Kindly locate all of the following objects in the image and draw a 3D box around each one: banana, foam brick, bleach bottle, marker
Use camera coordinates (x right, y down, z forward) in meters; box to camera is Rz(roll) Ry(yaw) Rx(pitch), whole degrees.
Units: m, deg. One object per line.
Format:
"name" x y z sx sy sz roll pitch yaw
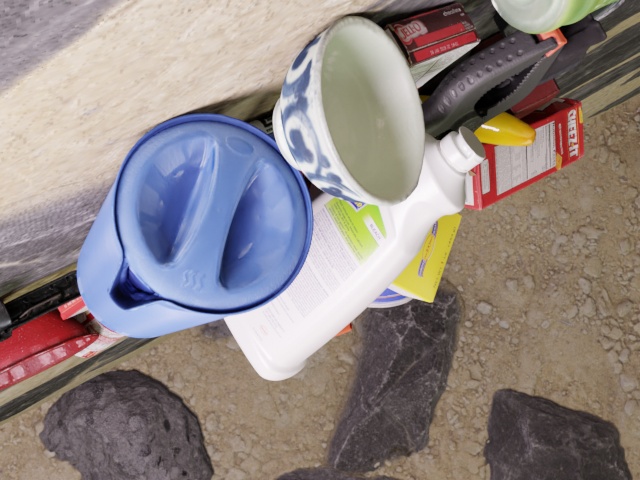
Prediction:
"banana" 0.096 -0.105 0.976 0.197 0.069 0.037 -3 136 -13
"foam brick" 0.183 -0.158 1.010 0.051 0.078 0.053 -27 176 -2
"bleach bottle" 0.029 0.005 0.833 0.251 0.102 0.068 -39 166 28
"marker" -0.012 -0.100 0.834 0.120 0.020 0.020 -26 176 -31

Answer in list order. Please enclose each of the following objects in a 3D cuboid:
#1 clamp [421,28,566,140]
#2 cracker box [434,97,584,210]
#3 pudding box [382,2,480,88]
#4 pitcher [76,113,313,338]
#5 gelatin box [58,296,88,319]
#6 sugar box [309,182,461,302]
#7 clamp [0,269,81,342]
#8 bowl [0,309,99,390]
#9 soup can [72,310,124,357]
"clamp" 0.116 -0.104 0.864 0.210 0.036 0.164 -37 160 29
"cracker box" 0.153 -0.101 1.117 0.164 0.072 0.213 11 -155 39
"pudding box" 0.049 -0.126 0.785 0.089 0.039 0.114 -26 174 -44
"pitcher" -0.100 -0.001 0.785 0.149 0.145 0.243 3 168 -21
"gelatin box" -0.230 0.047 1.138 0.073 0.030 0.089 -30 176 37
"sugar box" 0.056 -0.012 0.967 0.048 0.093 0.176 13 172 39
"clamp" -0.292 0.073 0.981 0.172 0.039 0.120 -24 175 39
"bowl" -0.325 0.115 1.153 0.162 0.055 0.162 -27 175 -3
"soup can" -0.254 0.089 1.232 0.068 0.068 0.102 -24 175 -45
